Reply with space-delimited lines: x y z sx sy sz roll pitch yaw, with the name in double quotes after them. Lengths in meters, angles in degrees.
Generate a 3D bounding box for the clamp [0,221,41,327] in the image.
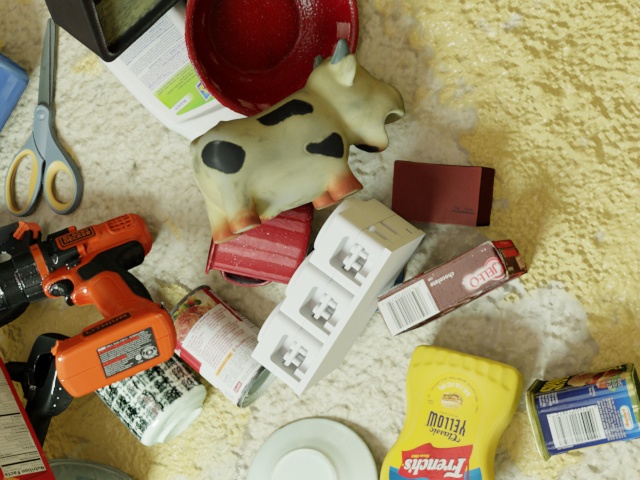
-0.358 0.061 1.073 0.165 0.036 0.210 33 96 12 "clamp"

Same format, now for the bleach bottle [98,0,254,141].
-0.136 -0.151 1.001 0.103 0.068 0.251 -39 80 12 "bleach bottle"

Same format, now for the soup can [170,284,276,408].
-0.089 0.098 0.988 0.102 0.068 0.068 39 103 15 "soup can"

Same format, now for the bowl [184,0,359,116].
-0.049 -0.190 0.946 0.161 0.055 0.162 -6 107 -21 "bowl"

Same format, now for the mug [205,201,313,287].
-0.056 0.001 0.960 0.081 0.093 0.117 12 132 -7 "mug"

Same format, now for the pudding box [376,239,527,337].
0.112 0.039 0.900 0.114 0.090 0.039 -27 81 19 "pudding box"

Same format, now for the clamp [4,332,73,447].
-0.273 0.135 1.033 0.172 0.039 0.120 -53 52 34 "clamp"

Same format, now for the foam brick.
0.105 -0.040 0.921 0.078 0.051 0.053 7 95 20 "foam brick"

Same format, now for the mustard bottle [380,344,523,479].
0.102 0.190 0.899 0.096 0.058 0.191 13 80 20 "mustard bottle"

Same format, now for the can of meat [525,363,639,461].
0.217 0.135 0.858 0.084 0.102 0.057 -15 86 18 "can of meat"

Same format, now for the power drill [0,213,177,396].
-0.221 0.056 0.961 0.184 0.057 0.188 -23 40 -14 "power drill"

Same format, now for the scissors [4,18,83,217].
-0.265 -0.113 1.074 0.096 0.016 0.202 23 99 17 "scissors"
